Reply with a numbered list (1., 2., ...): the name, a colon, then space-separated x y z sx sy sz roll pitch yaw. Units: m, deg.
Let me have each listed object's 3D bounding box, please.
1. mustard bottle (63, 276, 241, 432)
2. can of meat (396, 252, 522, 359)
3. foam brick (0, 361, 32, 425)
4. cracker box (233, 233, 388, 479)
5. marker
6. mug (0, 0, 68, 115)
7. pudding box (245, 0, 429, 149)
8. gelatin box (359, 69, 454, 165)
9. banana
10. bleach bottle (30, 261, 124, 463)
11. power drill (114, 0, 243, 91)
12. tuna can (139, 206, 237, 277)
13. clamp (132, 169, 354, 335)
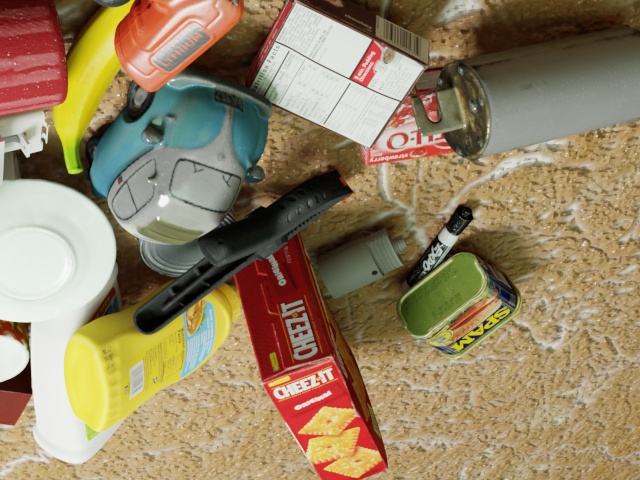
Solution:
1. mustard bottle: -0.135 0.084 0.937 0.191 0.058 0.096 -31 136 -43
2. can of meat: 0.135 0.063 1.042 0.102 0.057 0.083 -40 146 15
3. foam brick: -0.313 0.132 0.987 0.078 0.051 0.053 14 130 -32
4. cracker box: -0.010 0.107 0.977 0.072 0.164 0.213 -21 140 1
5. marker: 0.111 0.012 1.023 0.020 0.020 0.121 8 134 -27
6. mug: -0.216 -0.135 0.698 0.081 0.093 0.117 -12 101 -20
7. pudding box: 0.012 -0.129 0.793 0.113 0.039 0.090 24 129 -14
8. gelatin box: 0.079 -0.101 0.875 0.089 0.030 0.073 -8 139 -10
9. banana: -0.130 -0.137 0.738 0.198 0.069 0.037 -46 174 22
10. bleach bottle: -0.216 0.086 0.936 0.068 0.102 0.251 25 140 18
11. power drill: -0.152 -0.146 0.609 0.185 0.057 0.187 -30 150 35
12. tuna can: -0.113 -0.009 0.910 0.086 0.034 0.086 -10 139 -9
13. clamp: -0.056 0.001 0.863 0.209 0.036 0.165 -34 176 -43
